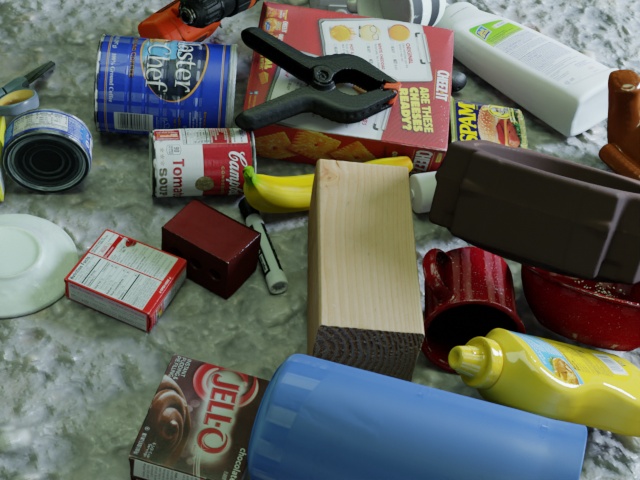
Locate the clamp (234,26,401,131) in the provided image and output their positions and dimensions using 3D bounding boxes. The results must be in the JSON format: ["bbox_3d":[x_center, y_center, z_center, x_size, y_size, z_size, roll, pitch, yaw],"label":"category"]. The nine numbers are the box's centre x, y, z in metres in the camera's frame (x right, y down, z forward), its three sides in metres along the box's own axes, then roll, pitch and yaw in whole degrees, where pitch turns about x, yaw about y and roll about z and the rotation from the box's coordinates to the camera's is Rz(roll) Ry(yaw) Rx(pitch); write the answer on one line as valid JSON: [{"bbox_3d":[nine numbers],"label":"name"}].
[{"bbox_3d":[-0.007,-0.149,1.074,0.171,0.039,0.120,12,68,-1],"label":"clamp"}]

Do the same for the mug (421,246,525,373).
[{"bbox_3d":[0.127,0.053,0.953,0.117,0.093,0.081,44,31,-28],"label":"mug"}]

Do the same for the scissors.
[{"bbox_3d":[-0.300,-0.158,1.102,0.096,0.016,0.201,4,26,24],"label":"scissors"}]

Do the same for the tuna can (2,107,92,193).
[{"bbox_3d":[-0.266,-0.086,1.039,0.086,0.086,0.034,0,48,-9],"label":"tuna can"}]

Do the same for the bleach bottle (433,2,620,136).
[{"bbox_3d":[0.229,-0.220,1.265,0.102,0.068,0.251,-29,54,-32],"label":"bleach bottle"}]

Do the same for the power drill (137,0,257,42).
[{"bbox_3d":[-0.121,-0.256,1.168,0.184,0.188,0.057,-39,105,-38],"label":"power drill"}]

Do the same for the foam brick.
[{"bbox_3d":[-0.102,0.008,0.997,0.078,0.053,0.051,27,48,18],"label":"foam brick"}]

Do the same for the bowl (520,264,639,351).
[{"bbox_3d":[0.249,0.059,0.972,0.162,0.055,0.162,13,11,-3],"label":"bowl"}]

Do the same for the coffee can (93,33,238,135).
[{"bbox_3d":[-0.159,-0.158,1.114,0.140,0.103,0.103,4,46,-5],"label":"coffee can"}]

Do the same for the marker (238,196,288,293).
[{"bbox_3d":[-0.057,0.001,1.033,0.020,0.020,0.121,-9,48,-17],"label":"marker"}]

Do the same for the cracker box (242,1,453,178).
[{"bbox_3d":[0.029,-0.159,1.147,0.213,0.072,0.164,8,61,-2],"label":"cracker box"}]

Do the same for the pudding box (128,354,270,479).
[{"bbox_3d":[-0.095,0.153,0.866,0.090,0.039,0.113,15,46,5],"label":"pudding box"}]

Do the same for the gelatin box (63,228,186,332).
[{"bbox_3d":[-0.177,0.035,0.974,0.089,0.030,0.073,21,48,11],"label":"gelatin box"}]

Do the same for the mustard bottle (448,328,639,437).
[{"bbox_3d":[0.185,0.113,0.881,0.191,0.058,0.096,16,20,-30],"label":"mustard bottle"}]

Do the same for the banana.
[{"bbox_3d":[0.000,-0.054,1.065,0.197,0.070,0.037,-8,77,-32],"label":"banana"}]

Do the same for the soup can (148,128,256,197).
[{"bbox_3d":[-0.119,-0.078,1.067,0.102,0.068,0.068,-2,47,-11],"label":"soup can"}]

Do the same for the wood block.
[{"bbox_3d":[0.036,0.030,0.971,0.090,0.090,0.206,4,45,-5],"label":"wood block"}]

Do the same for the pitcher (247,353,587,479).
[{"bbox_3d":[0.075,0.169,0.828,0.243,0.149,0.145,17,63,12],"label":"pitcher"}]

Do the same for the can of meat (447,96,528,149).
[{"bbox_3d":[0.173,-0.104,1.147,0.084,0.057,0.102,8,45,-4],"label":"can of meat"}]
